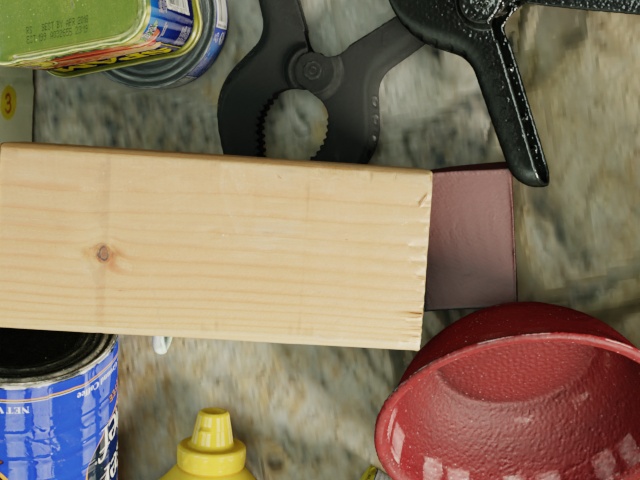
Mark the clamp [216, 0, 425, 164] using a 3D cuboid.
[{"bbox_3d":[-0.010,-0.105,0.607,0.164,0.036,0.210,29,99,4],"label":"clamp"}]

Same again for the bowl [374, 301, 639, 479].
[{"bbox_3d":[0.108,0.083,0.575,0.162,0.055,0.162,-1,135,-1],"label":"bowl"}]

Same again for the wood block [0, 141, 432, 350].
[{"bbox_3d":[-0.054,0.000,0.550,0.206,0.090,0.091,4,94,-4],"label":"wood block"}]

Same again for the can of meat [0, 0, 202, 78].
[{"bbox_3d":[-0.124,-0.122,0.567,0.102,0.084,0.057,-9,95,11],"label":"can of meat"}]

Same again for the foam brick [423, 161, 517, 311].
[{"bbox_3d":[0.082,-0.003,0.594,0.051,0.053,0.078,-2,96,11],"label":"foam brick"}]

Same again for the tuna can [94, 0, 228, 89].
[{"bbox_3d":[-0.098,-0.131,0.623,0.086,0.033,0.086,1,97,11],"label":"tuna can"}]

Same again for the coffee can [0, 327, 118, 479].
[{"bbox_3d":[-0.166,0.106,0.606,0.103,0.102,0.140,12,120,9],"label":"coffee can"}]

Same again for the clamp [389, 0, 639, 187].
[{"bbox_3d":[0.087,-0.112,0.549,0.172,0.039,0.120,36,105,19],"label":"clamp"}]
